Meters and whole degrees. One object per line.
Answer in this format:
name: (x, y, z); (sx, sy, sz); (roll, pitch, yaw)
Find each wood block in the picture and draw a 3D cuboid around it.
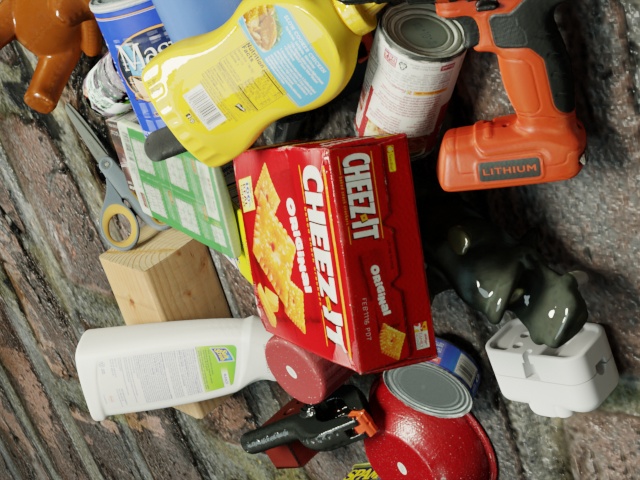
wood block: (-0.166, 0.092, 1.241); (0.091, 0.090, 0.206); (14, 130, 44)

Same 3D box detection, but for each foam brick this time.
foam brick: (-0.023, 0.211, 1.191); (0.053, 0.078, 0.051); (-20, 104, 52)

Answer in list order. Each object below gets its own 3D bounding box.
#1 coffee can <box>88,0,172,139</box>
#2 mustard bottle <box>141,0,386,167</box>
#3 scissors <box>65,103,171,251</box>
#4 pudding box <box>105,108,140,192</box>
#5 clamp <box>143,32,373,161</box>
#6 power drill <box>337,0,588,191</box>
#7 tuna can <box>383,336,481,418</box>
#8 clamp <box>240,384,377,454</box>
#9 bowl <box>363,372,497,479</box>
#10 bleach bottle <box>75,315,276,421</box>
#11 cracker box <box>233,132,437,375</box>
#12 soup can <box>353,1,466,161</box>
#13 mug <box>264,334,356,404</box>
coffee can: (-0.134, -0.166, 0.965); (0.103, 0.102, 0.140); (8, 126, 46)
mustard bottle: (-0.032, -0.136, 0.782); (0.192, 0.058, 0.096); (-28, 109, 24)
scissors: (-0.248, -0.066, 1.210); (0.202, 0.096, 0.016); (37, 175, 17)
pudding box: (-0.167, -0.088, 1.128); (0.114, 0.039, 0.090); (18, 132, 40)
clamp: (-0.038, -0.114, 0.877); (0.210, 0.164, 0.036); (-33, 72, 47)
power drill: (0.102, -0.123, 0.707); (0.184, 0.057, 0.187); (-4, 128, 14)
tuna can: (0.103, 0.125, 0.982); (0.086, 0.033, 0.086); (18, 144, 14)
clamp: (-0.011, 0.185, 1.092); (0.039, 0.120, 0.172); (47, 162, -22)
bowl: (0.096, 0.211, 1.072); (0.162, 0.055, 0.162); (30, 140, 29)
bleach bottle: (-0.130, 0.134, 1.156); (0.251, 0.068, 0.102); (-6, 118, 7)
cracker box: (0.003, 0.003, 0.833); (0.214, 0.072, 0.164); (-169, 68, -68)
soup can: (0.067, -0.119, 0.802); (0.068, 0.068, 0.102); (38, 143, 21)
mug: (0.000, 0.102, 1.063); (0.093, 0.081, 0.117); (36, 142, 23)
